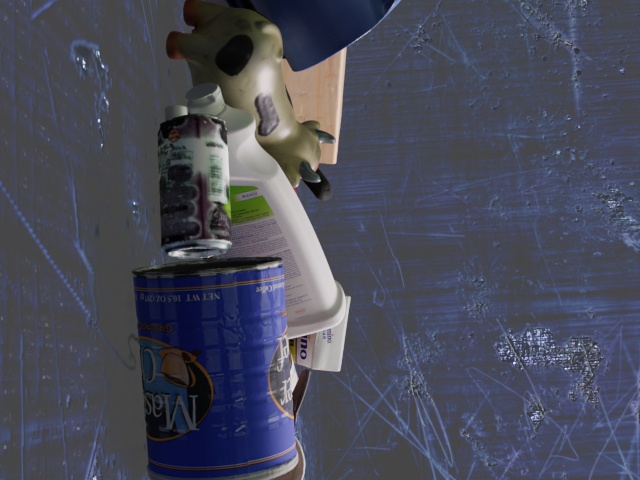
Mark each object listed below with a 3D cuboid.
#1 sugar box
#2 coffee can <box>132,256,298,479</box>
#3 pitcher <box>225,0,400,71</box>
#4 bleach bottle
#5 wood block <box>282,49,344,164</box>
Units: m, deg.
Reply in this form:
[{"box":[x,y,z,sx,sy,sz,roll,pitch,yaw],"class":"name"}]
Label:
[{"box":[-0.028,0.104,1.325,0.176,0.048,0.093,3,-96,65],"class":"sugar box"},{"box":[-0.071,0.085,0.723,0.103,0.103,0.140,-54,140,-86],"class":"coffee can"},{"box":[-0.042,-0.280,0.963,0.242,0.149,0.145,54,4,-16],"class":"pitcher"},{"box":[-0.057,-0.026,0.954,0.068,0.102,0.251,-93,167,-57],"class":"bleach bottle"},{"box":[-0.018,-0.192,1.152,0.206,0.090,0.090,94,1,-46],"class":"wood block"}]
